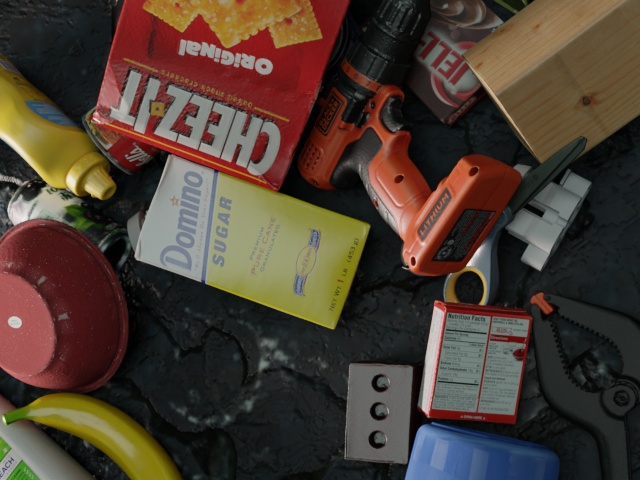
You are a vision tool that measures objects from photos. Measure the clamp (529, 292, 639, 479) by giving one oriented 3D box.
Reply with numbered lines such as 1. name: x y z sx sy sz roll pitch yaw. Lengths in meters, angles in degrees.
1. clamp: 0.225 0.129 0.805 0.210 0.036 0.164 45 97 19

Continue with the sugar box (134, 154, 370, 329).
1. sugar box: -0.056 0.001 0.880 0.176 0.048 0.093 19 88 0

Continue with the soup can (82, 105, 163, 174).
1. soup can: -0.148 -0.115 0.935 0.102 0.068 0.068 -38 74 9

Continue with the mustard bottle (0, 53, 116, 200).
1. mustard bottle: -0.252 -0.100 0.950 0.192 0.096 0.058 39 95 17

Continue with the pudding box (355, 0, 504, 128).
1. pudding box: 0.100 -0.163 0.878 0.090 0.039 0.113 -44 73 9

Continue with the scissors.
1. scissors: 0.140 0.000 0.807 0.202 0.016 0.096 -25 93 47

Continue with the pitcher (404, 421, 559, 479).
1. pitcher: 0.112 0.265 0.786 0.145 0.149 0.243 8 82 33

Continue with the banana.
1. banana: -0.175 0.185 0.914 0.198 0.037 0.069 31 64 12

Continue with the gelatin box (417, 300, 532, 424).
1. gelatin box: 0.119 0.094 0.823 0.073 0.030 0.089 6 97 -14

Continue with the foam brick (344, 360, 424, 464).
1. foam brick: 0.052 0.135 0.850 0.053 0.051 0.078 1 83 17

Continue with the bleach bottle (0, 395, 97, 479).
1. bleach bottle: -0.314 0.183 0.954 0.251 0.068 0.102 34 94 20

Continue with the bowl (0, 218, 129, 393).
1. bowl: -0.245 0.065 0.919 0.162 0.055 0.162 8 107 26

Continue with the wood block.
1. wood block: 0.223 -0.155 0.796 0.206 0.090 0.090 -36 118 10

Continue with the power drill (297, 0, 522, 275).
1. power drill: 0.070 -0.079 0.818 0.188 0.057 0.185 53 128 38

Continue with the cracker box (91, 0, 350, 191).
1. cracker box: -0.070 -0.166 0.832 0.164 0.072 0.214 21 113 -2
